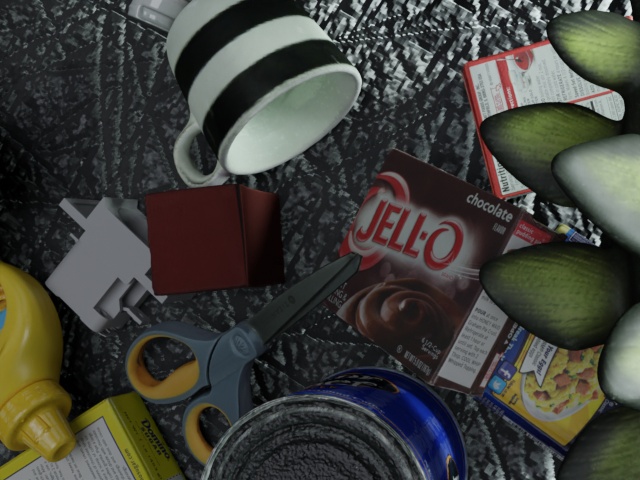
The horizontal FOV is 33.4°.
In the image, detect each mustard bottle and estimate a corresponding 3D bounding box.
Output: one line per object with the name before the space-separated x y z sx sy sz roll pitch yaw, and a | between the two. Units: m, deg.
mustard bottle | -0.197 0.049 0.585 0.192 0.058 0.096 42 94 24

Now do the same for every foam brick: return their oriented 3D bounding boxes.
foam brick | -0.054 0.001 0.561 0.051 0.078 0.053 -5 87 12

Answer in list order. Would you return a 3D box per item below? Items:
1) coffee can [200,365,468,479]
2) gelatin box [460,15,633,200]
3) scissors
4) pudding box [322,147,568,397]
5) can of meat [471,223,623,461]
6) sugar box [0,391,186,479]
coffee can | 0.012 0.117 0.509 0.103 0.140 0.103 0 88 14
gelatin box | 0.123 -0.065 0.544 0.089 0.030 0.073 -15 86 13
scissors | -0.031 0.068 0.534 0.202 0.016 0.096 -17 101 46
pudding box | 0.055 0.013 0.524 0.114 0.039 0.090 33 98 53
can of meat | 0.127 0.054 0.526 0.084 0.057 0.102 35 97 14
sugar box | -0.158 0.169 0.598 0.176 0.048 0.093 -33 80 14
